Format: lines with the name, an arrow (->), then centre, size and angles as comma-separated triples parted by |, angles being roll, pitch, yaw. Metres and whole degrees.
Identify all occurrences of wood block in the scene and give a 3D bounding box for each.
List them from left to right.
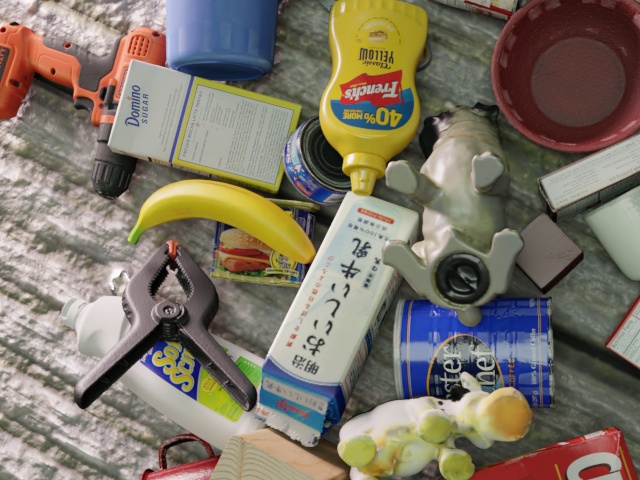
wood block -> -0.031, 0.226, 0.954 | 0.090, 0.206, 0.091 | 26, 90, 14

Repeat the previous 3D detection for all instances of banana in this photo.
banana -> -0.095, -0.022, 1.029 | 0.198, 0.037, 0.070 | 6, 108, 21

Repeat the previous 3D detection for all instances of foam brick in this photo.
foam brick -> 0.208, 0.013, 0.992 | 0.051, 0.078, 0.053 | -43, 76, 6

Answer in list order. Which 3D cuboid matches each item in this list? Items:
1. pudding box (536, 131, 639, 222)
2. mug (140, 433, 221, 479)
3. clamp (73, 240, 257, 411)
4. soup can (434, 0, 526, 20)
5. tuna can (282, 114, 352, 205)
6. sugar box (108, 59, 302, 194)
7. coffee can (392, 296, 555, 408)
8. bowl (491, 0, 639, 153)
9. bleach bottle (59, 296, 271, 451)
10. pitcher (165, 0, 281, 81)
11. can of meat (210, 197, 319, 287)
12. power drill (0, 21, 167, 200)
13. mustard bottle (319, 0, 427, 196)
pudding box -> 0.258, -0.059, 0.983 | 0.113, 0.090, 0.039 | -27, 79, 9
mug -> -0.123, 0.245, 1.036 | 0.081, 0.093, 0.117 | -16, 68, 5
clamp -> -0.155, 0.083, 1.024 | 0.164, 0.036, 0.210 | -2, 44, -13
soup can -> 0.153, -0.259, 1.043 | 0.102, 0.068, 0.068 | 19, 88, 15
tuna can -> 0.008, -0.080, 1.046 | 0.086, 0.034, 0.086 | 11, 66, -26
sugar box -> -0.115, -0.113, 1.073 | 0.176, 0.048, 0.093 | 15, 85, -3
coffee can -> 0.143, 0.104, 0.982 | 0.140, 0.102, 0.103 | -2, 83, 12
bowl -> 0.245, -0.158, 1.016 | 0.162, 0.055, 0.162 | -2, 83, 12
bleach bottle -> -0.152, 0.126, 1.056 | 0.251, 0.068, 0.102 | 24, 55, 16
pitcher -> -0.086, -0.289, 1.074 | 0.149, 0.144, 0.243 | -2, 85, 49
can of meat -> -0.057, 0.001, 1.065 | 0.102, 0.057, 0.084 | 6, 87, 14
power drill -> -0.264, -0.147, 1.130 | 0.188, 0.057, 0.184 | 13, 82, 11
mustard bottle -> 0.048, -0.135, 1.023 | 0.096, 0.058, 0.191 | 7, 74, -1
